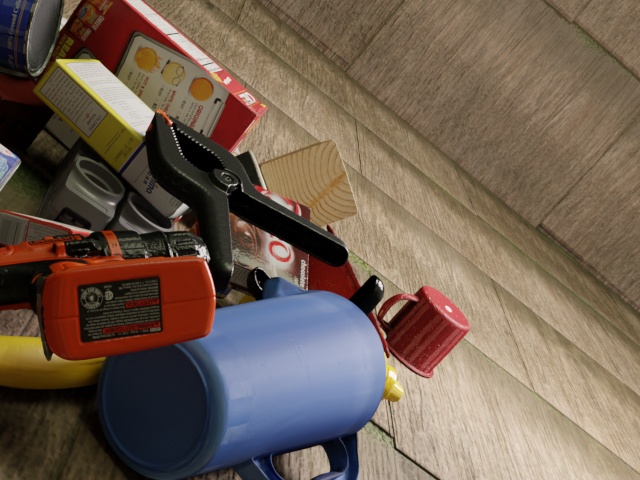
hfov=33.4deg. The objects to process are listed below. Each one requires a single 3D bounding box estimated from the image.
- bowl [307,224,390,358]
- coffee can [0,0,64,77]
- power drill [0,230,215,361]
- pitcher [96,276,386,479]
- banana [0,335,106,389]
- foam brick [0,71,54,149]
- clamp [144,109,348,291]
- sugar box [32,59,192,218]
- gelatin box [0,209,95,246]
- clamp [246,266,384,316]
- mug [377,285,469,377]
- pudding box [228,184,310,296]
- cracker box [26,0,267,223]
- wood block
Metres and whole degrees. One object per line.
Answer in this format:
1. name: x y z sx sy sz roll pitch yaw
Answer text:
1. bowl: 0.019 0.066 1.172 0.162 0.055 0.162 156 -91 -87
2. coffee can: -0.331 -0.226 1.029 0.140 0.103 0.102 16 17 -1
3. power drill: -0.138 0.029 0.721 0.184 0.057 0.188 -9 9 -26
4. pitcher: -0.052 0.118 0.814 0.149 0.145 0.242 24 11 25
5. banana: -0.187 0.080 0.748 0.070 0.037 0.197 14 5 17
6. foam brick: -0.301 -0.124 1.006 0.051 0.053 0.078 46 17 19
7. clamp: -0.090 -0.036 0.911 0.210 0.036 0.164 43 29 18
8. sugar box: -0.178 -0.097 1.005 0.176 0.048 0.093 46 17 4
9. gelatin box: -0.204 0.003 0.854 0.089 0.030 0.073 14 -1 34
10. clamp: -0.013 0.086 0.978 0.120 0.172 0.039 14 41 4
11. mug: 0.124 0.105 1.339 0.117 0.081 0.093 34 17 -23
12. pudding box: -0.057 0.001 1.003 0.090 0.039 0.113 21 46 -20
13. cracker box: -0.188 -0.144 1.120 0.213 0.164 0.072 40 17 -2
14. wood block: -0.022 -0.063 1.286 0.206 0.090 0.090 -149 -140 -82
